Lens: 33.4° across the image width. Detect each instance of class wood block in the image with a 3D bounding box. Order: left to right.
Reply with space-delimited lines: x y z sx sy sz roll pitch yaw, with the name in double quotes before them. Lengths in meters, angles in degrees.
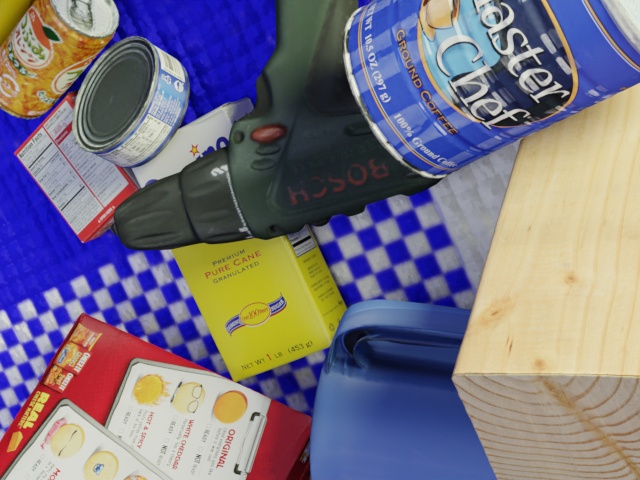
"wood block" 0.142 0.016 0.534 0.090 0.206 0.090 -3 132 28

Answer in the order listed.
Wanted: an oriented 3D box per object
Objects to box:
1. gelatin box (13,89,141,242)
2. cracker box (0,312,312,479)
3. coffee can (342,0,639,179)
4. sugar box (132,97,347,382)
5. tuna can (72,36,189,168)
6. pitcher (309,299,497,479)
"gelatin box" -0.173 -0.055 0.788 0.073 0.030 0.089 -39 86 31
"cracker box" -0.119 0.166 0.746 0.214 0.072 0.164 20 69 27
"coffee can" 0.096 -0.104 0.534 0.141 0.102 0.103 -25 94 37
"sugar box" -0.055 0.001 0.738 0.093 0.048 0.176 -24 95 30
"tuna can" -0.129 -0.093 0.727 0.086 0.033 0.086 -21 57 35
"pitcher" 0.121 0.114 0.638 0.243 0.149 0.145 3 87 22
